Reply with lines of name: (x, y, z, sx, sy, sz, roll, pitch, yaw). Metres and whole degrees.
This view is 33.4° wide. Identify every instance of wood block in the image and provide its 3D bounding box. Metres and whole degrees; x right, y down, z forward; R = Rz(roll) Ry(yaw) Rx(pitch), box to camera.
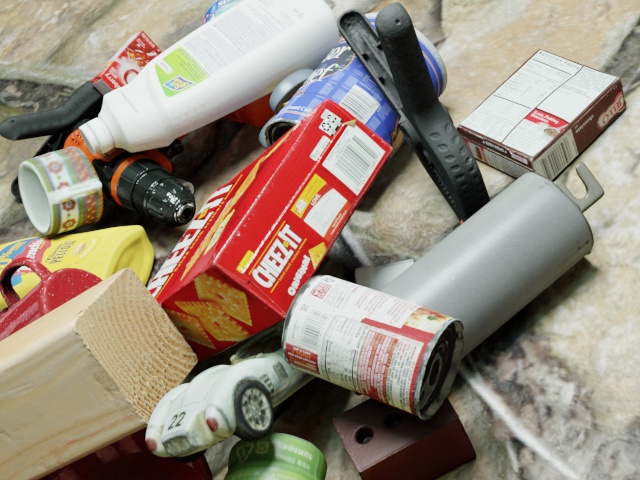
wood block: (-0.205, 0.114, 0.787, 0.206, 0.090, 0.090, -28, 14, 28)

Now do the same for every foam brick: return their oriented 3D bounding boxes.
foam brick: (0.057, 0.135, 0.728, 0.078, 0.051, 0.053, -30, 43, -1)

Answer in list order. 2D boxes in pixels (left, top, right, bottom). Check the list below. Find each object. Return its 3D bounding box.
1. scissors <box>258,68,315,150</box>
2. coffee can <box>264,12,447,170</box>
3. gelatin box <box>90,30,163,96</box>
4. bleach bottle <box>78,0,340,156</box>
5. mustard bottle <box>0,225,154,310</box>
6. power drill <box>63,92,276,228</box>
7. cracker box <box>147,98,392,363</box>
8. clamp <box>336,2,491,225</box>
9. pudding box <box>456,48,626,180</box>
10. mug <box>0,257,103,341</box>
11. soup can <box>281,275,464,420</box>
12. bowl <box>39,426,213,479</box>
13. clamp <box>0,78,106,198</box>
scissors: (0.017, -0.161, 1.007, 0.201, 0.096, 0.016, -43, 71, -12)
coffee can: (0.032, -0.116, 0.939, 0.103, 0.102, 0.140, 18, 60, 38)
gelatin box: (-0.180, -0.158, 1.099, 0.030, 0.089, 0.073, -9, 40, 54)
bleach bottle: (-0.109, -0.154, 0.986, 0.250, 0.068, 0.103, -31, 48, -15)
mustard bottle: (-0.253, 0.032, 0.980, 0.192, 0.058, 0.096, -5, 36, 25)
power drill: (-0.129, -0.097, 1.016, 0.187, 0.057, 0.185, -37, 47, -25)
cracker box: (-0.055, 0.001, 0.819, 0.164, 0.072, 0.214, -58, 14, -28)
clamp: (0.081, -0.094, 0.824, 0.036, 0.210, 0.164, -31, 7, -2)
pudding box: (0.185, -0.104, 0.897, 0.113, 0.039, 0.090, -41, 44, -16)
mug: (-0.220, 0.065, 0.875, 0.082, 0.117, 0.093, -38, -5, 34)
soup can: (0.034, 0.068, 0.700, 0.102, 0.068, 0.068, 18, 59, 25)
bowl: (-0.138, 0.212, 0.752, 0.162, 0.055, 0.162, -15, 44, 15)
clamp: (-0.259, -0.123, 1.096, 0.039, 0.120, 0.171, 42, 71, 11)
